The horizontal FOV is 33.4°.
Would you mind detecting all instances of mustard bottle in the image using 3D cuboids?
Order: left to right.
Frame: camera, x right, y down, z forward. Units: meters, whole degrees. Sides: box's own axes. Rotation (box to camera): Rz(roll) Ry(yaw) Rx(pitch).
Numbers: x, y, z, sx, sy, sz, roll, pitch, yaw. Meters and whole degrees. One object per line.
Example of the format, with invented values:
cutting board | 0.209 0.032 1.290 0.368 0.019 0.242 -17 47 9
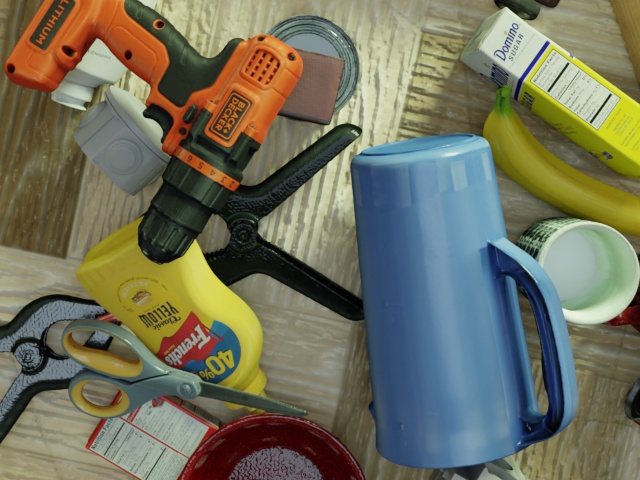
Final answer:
mustard bottle | -0.103 0.070 0.860 0.096 0.058 0.191 -27 114 25

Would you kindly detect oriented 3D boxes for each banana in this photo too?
banana | 0.201 -0.051 0.870 0.197 0.070 0.037 33 71 -13

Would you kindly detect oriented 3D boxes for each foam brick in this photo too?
foam brick | -0.025 -0.122 0.826 0.078 0.053 0.051 12 95 -4

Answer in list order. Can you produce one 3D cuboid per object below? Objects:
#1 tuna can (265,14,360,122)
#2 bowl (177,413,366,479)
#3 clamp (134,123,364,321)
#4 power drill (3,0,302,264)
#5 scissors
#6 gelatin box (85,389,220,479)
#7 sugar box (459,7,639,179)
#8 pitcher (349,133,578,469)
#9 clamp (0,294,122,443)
tuna can | -0.011 -0.139 0.869 0.086 0.034 0.086 0 95 -2
bowl | -0.039 0.220 0.886 0.162 0.055 0.162 0 90 1
clamp | -0.056 0.001 0.879 0.210 0.036 0.164 -10 102 3
power drill | -0.131 -0.100 0.778 0.187 0.057 0.184 33 90 3
scissors | -0.118 0.127 0.851 0.201 0.016 0.096 26 118 -1
gelatin box | -0.140 0.162 0.895 0.089 0.030 0.073 32 95 -3
sugar box | 0.196 -0.113 0.850 0.176 0.093 0.048 32 93 -4
pitcher | 0.101 0.044 0.823 0.149 0.145 0.243 -9 100 -1
clamp | -0.248 0.088 0.881 0.171 0.039 0.120 -34 100 -3
